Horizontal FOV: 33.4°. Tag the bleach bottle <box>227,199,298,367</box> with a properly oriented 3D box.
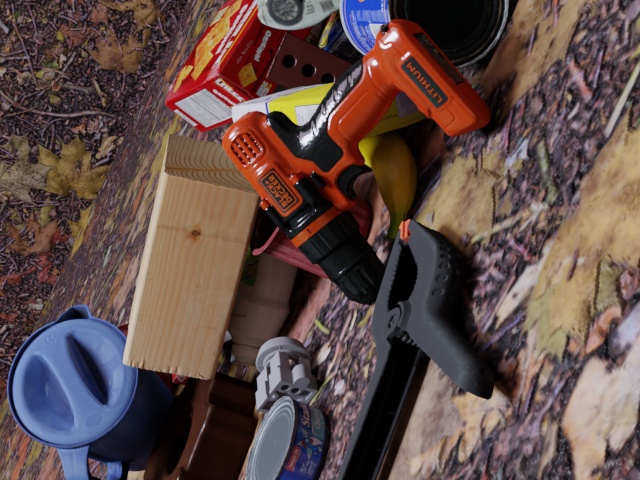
[{"bbox_3d":[-0.057,0.001,1.083,0.103,0.068,0.251,1,79,58],"label":"bleach bottle"}]

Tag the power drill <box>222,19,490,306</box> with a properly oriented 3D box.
[{"bbox_3d":[0.038,-0.063,0.829,0.188,0.184,0.057,-40,1,21],"label":"power drill"}]

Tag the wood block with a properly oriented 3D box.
[{"bbox_3d":[-0.121,0.018,1.005,0.090,0.090,0.206,-97,22,-61],"label":"wood block"}]

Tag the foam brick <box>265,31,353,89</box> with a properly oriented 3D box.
[{"bbox_3d":[-0.012,-0.177,1.108,0.051,0.078,0.053,-92,26,-79],"label":"foam brick"}]

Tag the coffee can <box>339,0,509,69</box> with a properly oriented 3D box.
[{"bbox_3d":[0.084,-0.198,0.903,0.103,0.102,0.140,-65,18,4],"label":"coffee can"}]

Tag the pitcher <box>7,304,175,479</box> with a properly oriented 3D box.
[{"bbox_3d":[-0.227,0.187,1.143,0.149,0.145,0.243,-50,-20,-12],"label":"pitcher"}]

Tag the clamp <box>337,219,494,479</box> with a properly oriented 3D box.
[{"bbox_3d":[0.060,0.072,0.742,0.165,0.036,0.210,-53,21,35],"label":"clamp"}]

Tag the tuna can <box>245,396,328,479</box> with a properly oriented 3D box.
[{"bbox_3d":[-0.027,0.173,0.870,0.086,0.033,0.086,-55,21,32],"label":"tuna can"}]

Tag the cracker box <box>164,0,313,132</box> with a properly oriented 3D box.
[{"bbox_3d":[-0.090,-0.221,1.239,0.164,0.072,0.214,-60,20,-14],"label":"cracker box"}]

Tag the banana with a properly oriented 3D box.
[{"bbox_3d":[0.050,-0.067,0.943,0.070,0.037,0.198,-59,19,15],"label":"banana"}]

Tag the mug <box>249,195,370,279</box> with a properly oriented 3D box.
[{"bbox_3d":[-0.012,-0.014,0.981,0.117,0.081,0.093,-11,57,69],"label":"mug"}]

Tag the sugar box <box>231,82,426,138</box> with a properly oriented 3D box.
[{"bbox_3d":[0.005,-0.116,0.952,0.177,0.093,0.048,8,113,52],"label":"sugar box"}]

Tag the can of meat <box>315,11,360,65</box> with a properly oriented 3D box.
[{"bbox_3d":[0.040,-0.245,1.165,0.084,0.057,0.102,-40,31,60],"label":"can of meat"}]
